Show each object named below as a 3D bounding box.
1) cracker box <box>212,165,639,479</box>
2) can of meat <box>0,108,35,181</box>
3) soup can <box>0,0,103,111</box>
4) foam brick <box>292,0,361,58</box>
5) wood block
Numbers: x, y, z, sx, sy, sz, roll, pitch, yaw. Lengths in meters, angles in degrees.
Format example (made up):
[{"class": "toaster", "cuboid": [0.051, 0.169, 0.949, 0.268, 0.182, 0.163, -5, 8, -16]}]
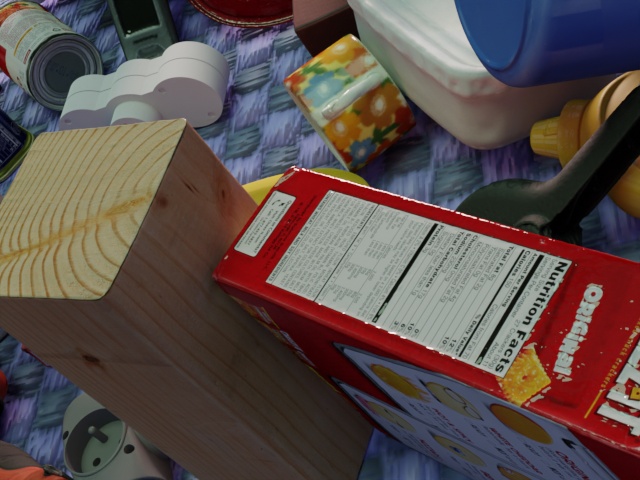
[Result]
[{"class": "cracker box", "cuboid": [0.082, 0.057, 0.438, 0.214, 0.164, 0.072, 18, 69, 42]}, {"class": "can of meat", "cuboid": [-0.299, -0.102, 0.886, 0.057, 0.084, 0.102, -50, 44, -11]}, {"class": "soup can", "cuboid": [-0.233, -0.156, 0.898, 0.068, 0.068, 0.102, -46, 44, -7]}, {"class": "foam brick", "cuboid": [0.026, -0.157, 0.733, 0.078, 0.053, 0.051, -22, 46, 17]}, {"class": "wood block", "cuboid": [-0.057, 0.044, 0.512, 0.091, 0.206, 0.090, 0, 56, 33]}]
